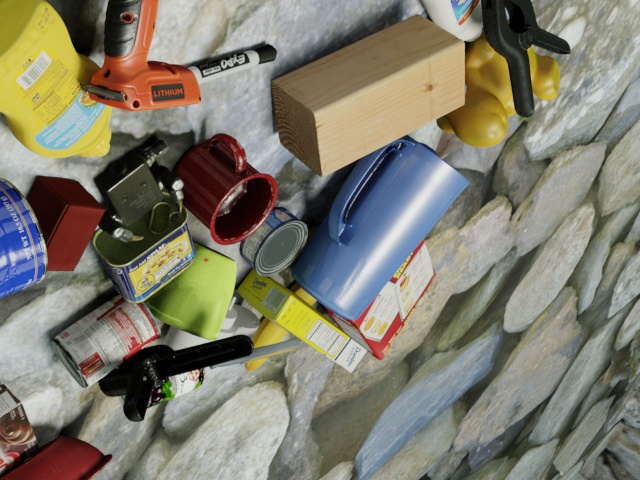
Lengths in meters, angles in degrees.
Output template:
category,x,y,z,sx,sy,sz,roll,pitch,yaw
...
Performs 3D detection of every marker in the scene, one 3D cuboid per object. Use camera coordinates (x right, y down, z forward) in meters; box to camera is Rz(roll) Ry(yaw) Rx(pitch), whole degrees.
category,x,y,z,sx,sy,sz,roll,pitch,yaw
marker,-0.092,-0.180,1.096,0.120,0.020,0.020,-25,143,-37

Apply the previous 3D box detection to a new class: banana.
category,x,y,z,sx,sy,sz,roll,pitch,yaw
banana,-0.040,0.103,1.487,0.197,0.037,0.069,-46,149,-6

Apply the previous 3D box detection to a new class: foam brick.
category,x,y,z,sx,sy,sz,roll,pitch,yaw
foam brick,-0.256,-0.016,1.032,0.051,0.053,0.078,3,124,-55

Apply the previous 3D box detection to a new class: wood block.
category,x,y,z,sx,sy,sz,roll,pitch,yaw
wood block,0.057,-0.167,1.212,0.205,0.090,0.091,-28,135,-22

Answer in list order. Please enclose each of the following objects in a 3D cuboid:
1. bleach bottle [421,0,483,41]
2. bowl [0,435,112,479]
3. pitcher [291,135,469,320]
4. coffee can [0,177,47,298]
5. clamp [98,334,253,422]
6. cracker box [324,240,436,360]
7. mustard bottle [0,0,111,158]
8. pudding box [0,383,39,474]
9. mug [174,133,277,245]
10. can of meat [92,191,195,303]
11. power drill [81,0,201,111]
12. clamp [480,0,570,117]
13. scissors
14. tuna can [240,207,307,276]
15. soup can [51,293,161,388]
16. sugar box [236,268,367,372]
category,x,y,z,sx,sy,sz,roll,pitch,yaw
bleach bottle,0.158,-0.311,1.245,0.102,0.068,0.250,-52,154,-3
bowl,-0.324,0.275,1.238,0.162,0.055,0.162,-32,-178,1
pitcher,0.066,-0.024,1.375,0.243,0.149,0.145,-54,-167,3
coffee can,-0.324,0.016,0.922,0.140,0.103,0.103,-26,144,-36
clamp,-0.194,0.150,1.181,0.164,0.210,0.036,-30,106,-42
cracker box,0.087,0.065,1.547,0.164,0.072,0.213,-56,157,-10
mustard bottle,-0.233,-0.125,0.926,0.096,0.058,0.191,-51,152,-9
pudding box,-0.365,0.219,1.174,0.089,0.039,0.113,-34,148,-25
mug,-0.106,-0.064,1.151,0.093,0.082,0.117,-28,145,-34
can of meat,-0.187,0.009,1.153,0.102,0.057,0.084,-38,151,-19
power drill,-0.135,-0.211,0.919,0.184,0.057,0.188,-17,118,-51
clamp,0.236,-0.232,1.279,0.171,0.039,0.120,38,66,-37
scissors,-0.124,0.153,1.340,0.201,0.016,0.096,-12,172,-10
tuna can,-0.059,0.002,1.344,0.086,0.034,0.086,-34,148,-26
soup can,-0.238,0.109,1.188,0.102,0.069,0.068,-36,148,-22
sugar box,-0.022,0.106,1.405,0.176,0.093,0.048,35,89,-44
